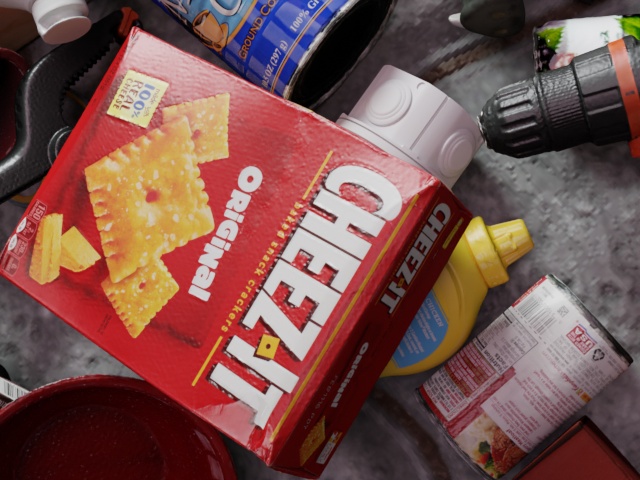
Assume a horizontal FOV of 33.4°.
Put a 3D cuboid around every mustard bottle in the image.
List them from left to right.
[{"bbox_3d":[0.032,0.035,0.619,0.192,0.058,0.096,-25,94,11],"label":"mustard bottle"}]

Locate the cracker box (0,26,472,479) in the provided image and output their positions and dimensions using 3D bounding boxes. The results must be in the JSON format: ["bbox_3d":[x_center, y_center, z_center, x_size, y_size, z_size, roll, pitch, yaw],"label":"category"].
[{"bbox_3d":[-0.054,0.001,0.577,0.214,0.072,0.164,30,88,28],"label":"cracker box"}]

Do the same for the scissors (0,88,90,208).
[{"bbox_3d":[-0.240,-0.088,0.736,0.202,0.016,0.096,20,89,17],"label":"scissors"}]

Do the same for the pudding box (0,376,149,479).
[{"bbox_3d":[-0.175,0.146,0.648,0.113,0.039,0.090,35,93,-17],"label":"pudding box"}]

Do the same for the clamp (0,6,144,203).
[{"bbox_3d":[-0.166,-0.052,0.672,0.164,0.036,0.210,15,81,-18],"label":"clamp"}]

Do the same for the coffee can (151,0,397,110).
[{"bbox_3d":[-0.039,-0.156,0.635,0.140,0.102,0.103,41,95,9],"label":"coffee can"}]

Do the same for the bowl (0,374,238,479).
[{"bbox_3d":[-0.130,0.146,0.610,0.162,0.055,0.162,-3,103,-14],"label":"bowl"}]

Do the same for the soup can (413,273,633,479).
[{"bbox_3d":[0.111,0.075,0.589,0.102,0.068,0.068,-43,74,6],"label":"soup can"}]
